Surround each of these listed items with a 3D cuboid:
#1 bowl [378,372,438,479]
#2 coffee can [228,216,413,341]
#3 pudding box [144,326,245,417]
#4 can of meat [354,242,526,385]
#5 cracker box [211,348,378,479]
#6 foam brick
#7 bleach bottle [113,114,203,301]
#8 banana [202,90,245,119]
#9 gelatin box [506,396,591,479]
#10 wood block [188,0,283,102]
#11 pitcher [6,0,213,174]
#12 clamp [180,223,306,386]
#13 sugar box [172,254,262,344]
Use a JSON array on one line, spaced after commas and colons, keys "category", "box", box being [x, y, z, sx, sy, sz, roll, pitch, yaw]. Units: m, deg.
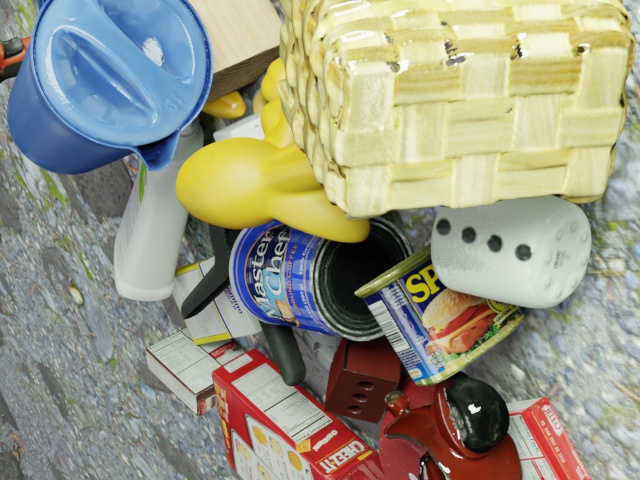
[{"category": "bowl", "box": [0.101, 0.198, 0.943, 0.162, 0.055, 0.162, 39, 145, 35]}, {"category": "coffee can", "box": [-0.001, 0.027, 0.907, 0.141, 0.102, 0.103, 4, 118, 58]}, {"category": "pudding box", "box": [-0.141, 0.147, 1.265, 0.114, 0.089, 0.039, 33, 141, 41]}, {"category": "can of meat", "box": [0.090, 0.046, 0.776, 0.084, 0.102, 0.058, 59, 152, 1]}, {"category": "cracker box", "box": [-0.025, 0.241, 1.177, 0.214, 0.072, 0.164, 35, 143, 39]}, {"category": "foam brick", "box": [0.038, 0.120, 0.954, 0.053, 0.051, 0.078, 13, 141, -5]}, {"category": "bleach bottle", "box": [-0.166, -0.045, 1.123, 0.251, 0.068, 0.102, 117, 150, -49]}, {"category": "banana", "box": [-0.144, -0.150, 0.999, 0.198, 0.069, 0.037, 21, 114, 20]}, {"category": "gelatin box", "box": [0.162, 0.164, 0.837, 0.073, 0.030, 0.089, 62, 153, 2]}, {"category": "wood block", "box": [-0.124, -0.225, 0.899, 0.206, 0.090, 0.091, 60, 153, 1]}, {"category": "pitcher", "box": [-0.189, -0.132, 0.868, 0.144, 0.149, 0.243, 24, 166, -20]}, {"category": "clamp", "box": [-0.079, 0.023, 1.025, 0.165, 0.036, 0.210, 20, 121, 36]}, {"category": "sugar box", "box": [-0.109, 0.061, 1.182, 0.177, 0.048, 0.093, -17, 97, 59]}]
